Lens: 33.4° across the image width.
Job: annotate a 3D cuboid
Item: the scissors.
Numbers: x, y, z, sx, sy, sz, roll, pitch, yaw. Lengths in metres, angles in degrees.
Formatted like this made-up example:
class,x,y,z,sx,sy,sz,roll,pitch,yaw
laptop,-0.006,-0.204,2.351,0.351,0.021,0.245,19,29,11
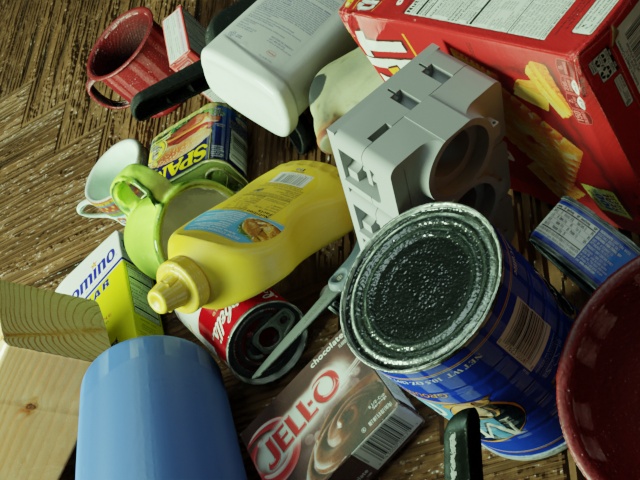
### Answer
class,x,y,z,sx,sy,sz,roll,pitch,yaw
scissors,0.033,0.026,0.768,0.096,0.016,0.201,4,52,50

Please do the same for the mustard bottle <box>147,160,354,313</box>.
class,x,y,z,sx,sy,sz,roll,pitch,yaw
mustard bottle,-0.055,0.001,0.791,0.096,0.058,0.191,13,33,35

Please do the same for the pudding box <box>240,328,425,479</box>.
class,x,y,z,sx,sy,sz,roll,pitch,yaw
pudding box,0.006,0.129,0.725,0.113,0.039,0.090,-45,39,6

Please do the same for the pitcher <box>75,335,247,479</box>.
class,x,y,z,sx,sy,sz,roll,pitch,yaw
pitcher,-0.111,0.190,0.732,0.149,0.145,0.243,-27,40,9

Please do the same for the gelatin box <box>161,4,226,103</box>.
class,x,y,z,sx,sy,sz,roll,pitch,yaw
gelatin box,-0.121,-0.182,1.060,0.030,0.073,0.089,-36,41,17

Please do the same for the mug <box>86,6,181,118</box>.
class,x,y,z,sx,sy,sz,roll,pitch,yaw
mug,-0.191,-0.175,1.115,0.117,0.081,0.093,-32,43,21

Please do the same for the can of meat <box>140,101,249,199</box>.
class,x,y,z,sx,sy,sz,roll,pitch,yaw
can of meat,-0.113,-0.068,0.979,0.102,0.057,0.084,-26,42,26

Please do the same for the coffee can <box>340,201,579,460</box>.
class,x,y,z,sx,sy,sz,roll,pitch,yaw
coffee can,0.092,0.056,0.617,0.103,0.140,0.103,-23,49,29

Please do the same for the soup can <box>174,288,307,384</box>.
class,x,y,z,sx,sy,sz,roll,pitch,yaw
soup can,-0.064,0.058,0.825,0.068,0.068,0.102,-53,39,-3

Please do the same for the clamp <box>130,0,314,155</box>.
class,x,y,z,sx,sy,sz,roll,pitch,yaw
clamp,-0.059,-0.161,0.985,0.164,0.036,0.209,18,50,8

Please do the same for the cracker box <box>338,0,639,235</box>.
class,x,y,z,sx,sy,sz,roll,pitch,yaw
cracker box,0.130,-0.096,0.680,0.072,0.164,0.214,-49,39,-13

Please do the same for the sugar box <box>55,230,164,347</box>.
class,x,y,z,sx,sy,sz,roll,pitch,yaw
sugar box,-0.185,0.080,0.938,0.093,0.048,0.176,-42,42,16

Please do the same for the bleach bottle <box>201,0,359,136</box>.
class,x,y,z,sx,sy,sz,roll,pitch,yaw
bleach bottle,0.014,-0.206,0.934,0.103,0.068,0.250,34,67,23

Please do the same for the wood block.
class,x,y,z,sx,sy,sz,roll,pitch,yaw
wood block,-0.251,0.147,0.861,0.206,0.090,0.090,-61,33,21
